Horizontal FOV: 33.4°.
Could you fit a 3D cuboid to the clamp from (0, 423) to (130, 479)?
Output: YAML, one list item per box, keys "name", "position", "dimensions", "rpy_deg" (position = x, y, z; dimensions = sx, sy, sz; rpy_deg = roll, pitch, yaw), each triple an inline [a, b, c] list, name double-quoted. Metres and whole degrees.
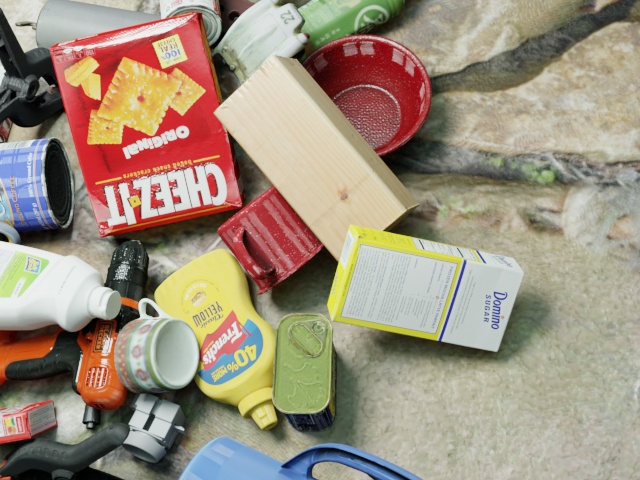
- name: "clamp"
  position: [-0.243, 0.220, 1.051]
  dimensions: [0.171, 0.120, 0.039]
  rpy_deg: [2, 33, 10]

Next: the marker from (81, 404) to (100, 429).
- name: "marker"
  position: [-0.237, 0.140, 1.132]
  dimensions: [0.020, 0.020, 0.121]
  rpy_deg: [-2, 66, 6]

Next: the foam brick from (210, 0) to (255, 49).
- name: "foam brick"
  position: [-0.118, -0.262, 1.279]
  dimensions: [0.078, 0.051, 0.053]
  rpy_deg: [24, 71, 17]

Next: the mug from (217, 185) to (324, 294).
- name: "mug"
  position: [-0.057, 0.001, 1.106]
  dimensions: [0.093, 0.117, 0.081]
  rpy_deg: [-35, 96, 30]

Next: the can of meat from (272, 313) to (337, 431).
- name: "can of meat"
  position: [-0.013, 0.134, 1.070]
  dimensions: [0.057, 0.084, 0.102]
  rpy_deg: [-1, 66, 7]

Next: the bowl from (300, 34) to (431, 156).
- name: "bowl"
  position: [0.045, -0.151, 1.205]
  dimensions: [0.162, 0.055, 0.162]
  rpy_deg: [-3, 66, 6]

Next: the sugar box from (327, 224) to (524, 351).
- name: "sugar box"
  position: [0.104, 0.048, 1.063]
  dimensions: [0.176, 0.048, 0.093]
  rpy_deg: [11, 109, -13]

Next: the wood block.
- name: "wood block"
  position: [-0.003, -0.084, 1.112]
  dimensions: [0.091, 0.090, 0.206]
  rpy_deg: [-41, 85, 15]

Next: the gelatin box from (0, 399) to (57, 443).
- name: "gelatin box"
  position: [-0.317, 0.186, 1.084]
  dimensions: [0.073, 0.089, 0.030]
  rpy_deg: [-10, 89, 4]

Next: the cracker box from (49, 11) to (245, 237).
- name: "cracker box"
  position: [-0.184, -0.125, 1.156]
  dimensions: [0.164, 0.072, 0.214]
  rpy_deg: [-12, 102, 2]

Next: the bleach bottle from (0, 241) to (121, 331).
- name: "bleach bottle"
  position: [-0.322, 0.053, 1.089]
  dimensions: [0.251, 0.068, 0.102]
  rpy_deg: [9, 61, 21]

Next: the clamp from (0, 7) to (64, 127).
- name: "clamp"
  position: [-0.336, -0.182, 1.191]
  dimensions: [0.036, 0.209, 0.165]
  rpy_deg: [23, 107, 15]

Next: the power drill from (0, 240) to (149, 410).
- name: "power drill"
  position: [-0.274, 0.086, 1.123]
  dimensions: [0.188, 0.057, 0.184]
  rpy_deg: [-3, 61, 19]

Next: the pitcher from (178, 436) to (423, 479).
- name: "pitcher"
  position: [-0.013, 0.270, 0.985]
  dimensions: [0.243, 0.145, 0.149]
  rpy_deg: [25, 51, 20]

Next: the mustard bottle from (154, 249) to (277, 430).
- name: "mustard bottle"
  position: [-0.094, 0.110, 1.104]
  dimensions: [0.096, 0.058, 0.192]
  rpy_deg: [-32, 66, 5]

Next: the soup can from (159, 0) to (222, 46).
- name: "soup can"
  position: [-0.149, -0.274, 1.211]
  dimensions: [0.068, 0.068, 0.102]
  rpy_deg: [-12, 54, 2]

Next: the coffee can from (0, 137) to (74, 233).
- name: "coffee can"
  position: [-0.358, -0.057, 1.190]
  dimensions: [0.140, 0.103, 0.103]
  rpy_deg: [-6, 65, 5]
